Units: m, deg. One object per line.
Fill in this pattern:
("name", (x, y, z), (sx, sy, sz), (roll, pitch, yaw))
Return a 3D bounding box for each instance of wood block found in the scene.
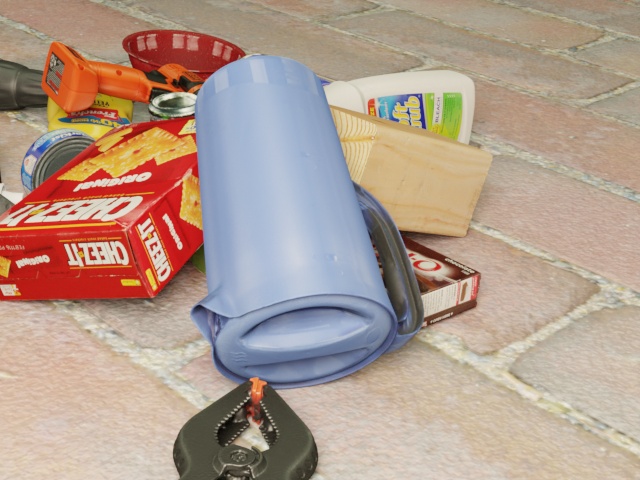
("wood block", (0.062, -0.063, 0.986), (0.091, 0.090, 0.205), (25, 12, 35))

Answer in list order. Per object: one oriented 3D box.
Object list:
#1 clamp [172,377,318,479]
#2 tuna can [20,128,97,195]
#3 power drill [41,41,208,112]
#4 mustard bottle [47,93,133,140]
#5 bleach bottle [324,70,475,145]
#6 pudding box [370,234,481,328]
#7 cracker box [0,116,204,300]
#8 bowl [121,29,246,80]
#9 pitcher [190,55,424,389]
("clamp", (-0.061, 0.152, 0.668), (0.164, 0.036, 0.210), (2, 24, -4))
("tuna can", (-0.243, -0.064, 1.029), (0.085, 0.086, 0.034), (-14, 30, -32))
("power drill", (-0.190, -0.155, 1.141), (0.187, 0.057, 0.185), (7, 18, -35))
("mustard bottle", (-0.249, -0.117, 1.165), (0.096, 0.058, 0.192), (7, 25, -17))
("bleach bottle", (0.065, -0.126, 1.146), (0.068, 0.102, 0.250), (24, 27, 39))
("pudding box", (0.067, 0.034, 0.922), (0.089, 0.039, 0.114), (-18, 33, -37))
("cracker box", (-0.165, -0.034, 0.918), (0.164, 0.072, 0.213), (-3, 28, 29))
("bowl", (-0.178, -0.223, 1.383), (0.162, 0.055, 0.162), (8, 27, -4))
("pitcher", (-0.021, -0.018, 0.814), (0.145, 0.149, 0.243), (-18, 56, 10))
